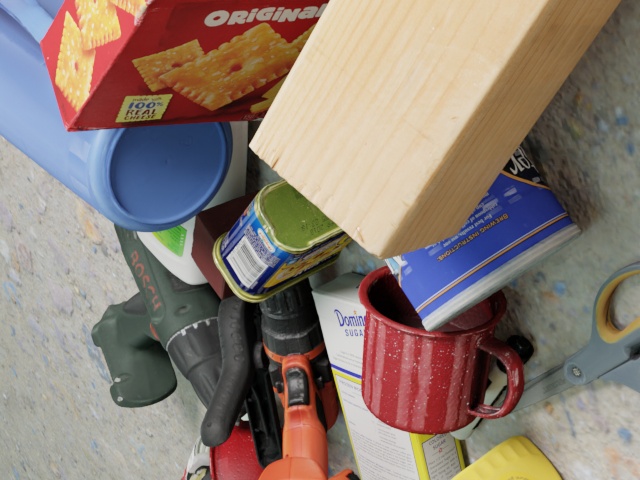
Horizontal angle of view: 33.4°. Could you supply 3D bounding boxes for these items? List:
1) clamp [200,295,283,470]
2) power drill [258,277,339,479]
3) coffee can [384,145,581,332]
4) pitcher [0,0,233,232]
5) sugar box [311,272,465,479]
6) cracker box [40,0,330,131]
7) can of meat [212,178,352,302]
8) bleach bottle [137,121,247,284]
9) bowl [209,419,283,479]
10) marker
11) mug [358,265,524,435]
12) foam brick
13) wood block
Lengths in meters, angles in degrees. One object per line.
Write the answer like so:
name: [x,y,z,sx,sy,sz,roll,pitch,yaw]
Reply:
clamp: [-0.057,0.110,0.896,0.039,0.171,0.120,-4,148,18]
power drill: [-0.016,0.131,0.808,0.187,0.057,0.184,-89,-11,-49]
coffee can: [0.067,-0.034,0.611,0.140,0.102,0.103,57,148,9]
pitcher: [-0.173,-0.108,0.774,0.243,0.148,0.145,36,117,45]
sugar box: [0.054,0.116,0.799,0.093,0.048,0.176,13,120,52]
cracker box: [-0.040,-0.140,0.593,0.214,0.163,0.072,-36,68,50]
can of meat: [-0.015,-0.010,0.751,0.057,0.101,0.084,57,146,9]
bleach bottle: [-0.100,-0.086,0.857,0.103,0.068,0.251,43,141,33]
bowl: [-0.038,0.227,0.960,0.162,0.055,0.162,-22,-90,-76]
marker: [0.114,0.100,0.721,0.020,0.020,0.121,50,146,21]
mug: [0.078,0.074,0.679,0.117,0.093,0.081,23,123,33]
foam brick: [-0.055,0.001,0.834,0.051,0.078,0.053,51,147,29]
wood block: [0.067,-0.102,0.483,0.091,0.090,0.206,42,117,19]
